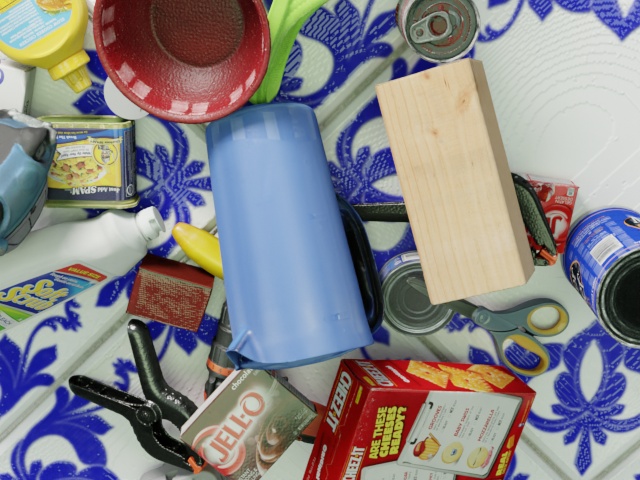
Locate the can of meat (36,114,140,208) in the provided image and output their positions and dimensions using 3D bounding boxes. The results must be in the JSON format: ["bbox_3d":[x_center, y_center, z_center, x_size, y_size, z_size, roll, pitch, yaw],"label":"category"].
[{"bbox_3d":[-0.230,-0.078,1.048,0.102,0.057,0.084,1,106,-1],"label":"can of meat"}]

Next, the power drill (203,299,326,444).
[{"bbox_3d":[-0.028,0.151,1.122,0.187,0.057,0.184,11,111,-1],"label":"power drill"}]

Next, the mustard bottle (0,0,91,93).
[{"bbox_3d":[-0.274,-0.224,1.001,0.096,0.058,0.191,-30,105,4],"label":"mustard bottle"}]

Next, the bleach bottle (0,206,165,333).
[{"bbox_3d":[-0.276,0.025,1.061,0.251,0.068,0.102,-24,148,5],"label":"bleach bottle"}]

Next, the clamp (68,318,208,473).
[{"bbox_3d":[-0.172,0.165,1.109,0.171,0.039,0.120,39,121,2],"label":"clamp"}]

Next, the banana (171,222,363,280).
[{"bbox_3d":[-0.054,0.020,1.093,0.197,0.037,0.069,2,88,-3],"label":"banana"}]

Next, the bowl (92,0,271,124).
[{"bbox_3d":[-0.117,-0.188,0.947,0.162,0.055,0.162,5,117,9],"label":"bowl"}]

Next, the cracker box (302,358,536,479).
[{"bbox_3d":[0.099,0.208,1.091,0.213,0.072,0.164,7,109,-31],"label":"cracker box"}]

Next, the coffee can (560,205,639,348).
[{"bbox_3d":[0.302,0.033,1.045,0.103,0.140,0.103,0,107,-1],"label":"coffee can"}]

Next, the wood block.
[{"bbox_3d":[0.127,-0.055,0.987,0.090,0.090,0.206,-14,93,19],"label":"wood block"}]

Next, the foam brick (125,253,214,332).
[{"bbox_3d":[-0.152,0.053,1.091,0.078,0.053,0.051,16,106,-5],"label":"foam brick"}]

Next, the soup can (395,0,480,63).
[{"bbox_3d":[0.106,-0.205,0.989,0.068,0.102,0.068,0,107,-1],"label":"soup can"}]

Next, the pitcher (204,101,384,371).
[{"bbox_3d":[-0.028,-0.003,1.015,0.145,0.149,0.243,-11,85,6],"label":"pitcher"}]

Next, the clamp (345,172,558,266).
[{"bbox_3d":[0.138,-0.034,1.054,0.210,0.036,0.165,42,107,5],"label":"clamp"}]

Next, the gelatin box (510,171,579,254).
[{"bbox_3d":[0.210,-0.029,1.082,0.089,0.030,0.073,9,107,-3],"label":"gelatin box"}]

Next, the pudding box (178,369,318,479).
[{"bbox_3d":[-0.073,0.182,1.073,0.090,0.039,0.113,41,92,-10],"label":"pudding box"}]

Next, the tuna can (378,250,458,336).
[{"bbox_3d":[0.100,0.056,1.105,0.086,0.034,0.086,0,107,-1],"label":"tuna can"}]

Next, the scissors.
[{"bbox_3d":[0.183,0.067,1.096,0.096,0.016,0.201,-45,117,3],"label":"scissors"}]
